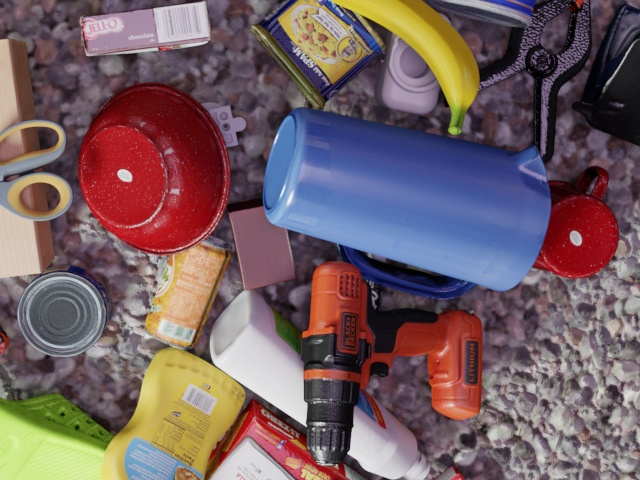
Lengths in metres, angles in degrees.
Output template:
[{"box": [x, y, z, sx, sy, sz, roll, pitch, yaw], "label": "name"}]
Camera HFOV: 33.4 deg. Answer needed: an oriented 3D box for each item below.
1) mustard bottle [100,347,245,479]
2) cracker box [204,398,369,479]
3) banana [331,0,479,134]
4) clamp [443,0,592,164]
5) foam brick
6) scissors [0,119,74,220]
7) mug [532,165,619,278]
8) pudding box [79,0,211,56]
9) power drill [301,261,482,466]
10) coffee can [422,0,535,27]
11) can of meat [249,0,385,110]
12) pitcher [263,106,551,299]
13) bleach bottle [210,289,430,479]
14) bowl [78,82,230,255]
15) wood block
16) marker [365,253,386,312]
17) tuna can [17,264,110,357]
[{"box": [-0.150, 0.204, 1.001, 0.096, 0.058, 0.191, 36, 64, -22], "label": "mustard bottle"}, {"box": [-0.063, 0.291, 1.058, 0.164, 0.072, 0.214, 35, 95, -9], "label": "cracker box"}, {"box": [0.077, -0.185, 0.945, 0.198, 0.037, 0.069, 46, 60, 8], "label": "banana"}, {"box": [0.214, -0.160, 1.031, 0.120, 0.039, 0.171, 40, 93, -11], "label": "clamp"}, {"box": [-0.057, 0.001, 1.023, 0.053, 0.051, 0.078, -11, 100, -5], "label": "foam brick"}, {"box": [-0.302, -0.035, 0.920, 0.201, 0.016, 0.096, -28, 101, -2], "label": "scissors"}, {"box": [0.244, -0.019, 1.034, 0.093, 0.081, 0.117, 31, 95, -9], "label": "mug"}, {"box": [-0.156, -0.191, 0.964, 0.113, 0.090, 0.039, -7, 101, -5], "label": "pudding box"}, {"box": [0.067, 0.122, 0.996, 0.187, 0.057, 0.184, 13, 75, -34], "label": "power drill"}, {"box": [0.159, -0.276, 0.975, 0.102, 0.103, 0.140, 13, 97, -8], "label": "coffee can"}, {"box": [-0.002, -0.188, 0.997, 0.084, 0.057, 0.102, -41, 101, 0], "label": "can of meat"}, {"box": [0.072, -0.033, 0.977, 0.242, 0.145, 0.149, 13, 84, -16], "label": "pitcher"}, {"box": [0.008, 0.154, 1.040, 0.250, 0.102, 0.068, 39, 101, -18], "label": "bleach bottle"}, {"box": [-0.163, -0.060, 0.965, 0.162, 0.055, 0.162, 5, 103, 24], "label": "bowl"}, {"box": [-0.305, -0.073, 0.968, 0.090, 0.090, 0.206, -7, 99, -5], "label": "wood block"}, {"box": [0.051, 0.066, 1.060, 0.020, 0.020, 0.121, 4, 98, -6], "label": "marker"}, {"box": [-0.246, 0.068, 1.024, 0.086, 0.034, 0.086, -1, 99, -6], "label": "tuna can"}]
